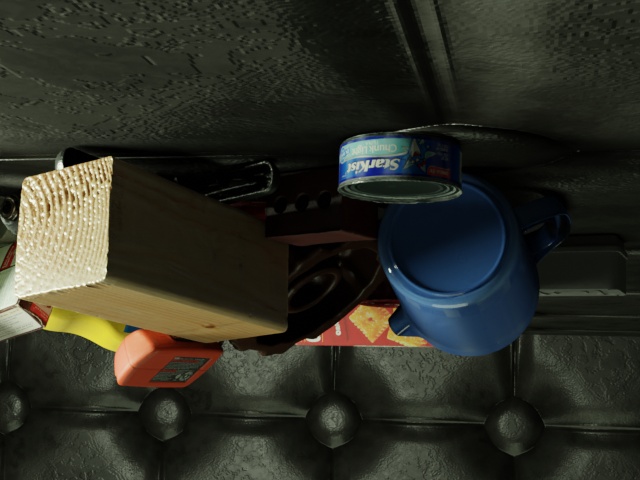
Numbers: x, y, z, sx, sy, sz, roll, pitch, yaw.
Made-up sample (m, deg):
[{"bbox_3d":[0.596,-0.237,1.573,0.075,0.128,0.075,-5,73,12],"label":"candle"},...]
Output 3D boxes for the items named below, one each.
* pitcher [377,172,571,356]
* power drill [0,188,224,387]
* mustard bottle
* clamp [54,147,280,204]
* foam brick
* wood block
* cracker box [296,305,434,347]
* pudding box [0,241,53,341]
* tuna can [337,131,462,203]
[{"bbox_3d":[0.127,0.015,0.907,0.145,0.149,0.242,15,172,14],"label":"pitcher"},{"bbox_3d":[-0.175,0.036,0.922,0.057,0.188,0.184,-43,153,22],"label":"power drill"},{"bbox_3d":[-0.239,0.077,1.215,0.191,0.096,0.058,24,133,-27],"label":"mustard bottle"},{"bbox_3d":[-0.116,-0.034,0.869,0.164,0.036,0.210,3,168,-3],"label":"clamp"},{"bbox_3d":[0.001,-0.026,0.843,0.078,0.053,0.051,-6,169,37],"label":"foam brick"},{"bbox_3d":[-0.119,0.015,0.805,0.091,0.090,0.205,-11,161,31],"label":"wood block"},{"bbox_3d":[0.084,0.073,1.308,0.214,0.072,0.164,1,-166,6],"label":"cracker box"},{"bbox_3d":[-0.284,0.047,0.965,0.114,0.090,0.039,-20,133,33],"label":"pudding box"},{"bbox_3d":[0.055,-0.049,0.733,0.086,0.034,0.086,2,172,0],"label":"tuna can"}]
